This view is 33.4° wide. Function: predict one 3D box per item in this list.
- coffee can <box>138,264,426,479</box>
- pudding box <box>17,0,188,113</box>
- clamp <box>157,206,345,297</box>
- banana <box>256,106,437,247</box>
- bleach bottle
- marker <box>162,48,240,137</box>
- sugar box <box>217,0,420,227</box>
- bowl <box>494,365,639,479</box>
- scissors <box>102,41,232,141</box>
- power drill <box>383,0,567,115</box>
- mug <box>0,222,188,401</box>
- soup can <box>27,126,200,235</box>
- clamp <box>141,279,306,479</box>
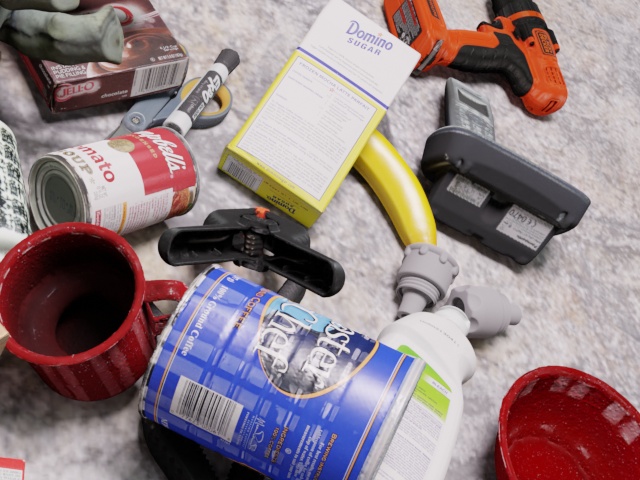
[{"bbox_3d":[-0.022,0.089,0.633,0.140,0.103,0.102,25,44,9],"label":"coffee can"},{"bbox_3d":[-0.173,-0.150,0.831,0.113,0.039,0.090,-16,59,-32],"label":"pudding box"},{"bbox_3d":[-0.055,0.001,0.743,0.120,0.039,0.171,16,6,-13],"label":"clamp"},{"bbox_3d":[0.036,-0.064,0.915,0.198,0.037,0.069,41,68,6],"label":"banana"},{"bbox_3d":[0.057,0.133,0.750,0.102,0.068,0.250,38,42,2],"label":"bleach bottle"},{"bbox_3d":[-0.094,-0.121,0.863,0.020,0.020,0.121,33,44,-5],"label":"marker"},{"bbox_3d":[0.001,-0.108,0.878,0.093,0.048,0.176,34,64,-4],"label":"sugar box"},{"bbox_3d":[0.187,0.177,0.800,0.162,0.055,0.162,17,48,-20],"label":"bowl"},{"bbox_3d":[-0.127,-0.087,0.841,0.096,0.016,0.201,25,46,-13],"label":"scissors"},{"bbox_3d":[0.160,-0.221,1.099,0.187,0.057,0.184,7,52,-28],"label":"power drill"},{"bbox_3d":[-0.135,0.046,0.656,0.117,0.081,0.093,-11,62,-3],"label":"mug"},{"bbox_3d":[-0.144,-0.038,0.749,0.102,0.069,0.068,-21,69,-46],"label":"soup can"},{"bbox_3d":[-0.084,0.090,0.712,0.164,0.036,0.210,12,49,-18],"label":"clamp"}]
